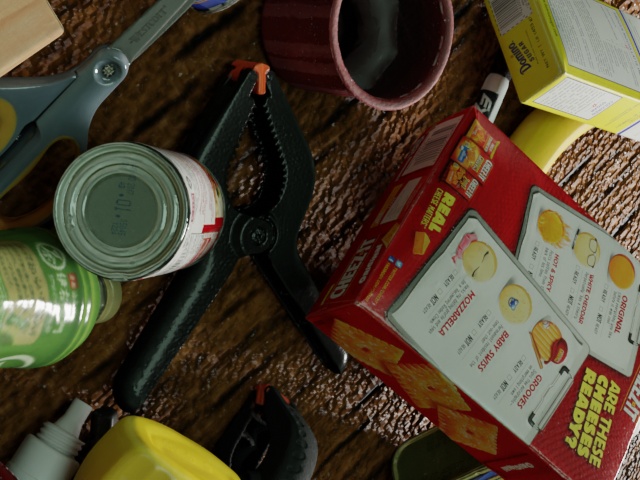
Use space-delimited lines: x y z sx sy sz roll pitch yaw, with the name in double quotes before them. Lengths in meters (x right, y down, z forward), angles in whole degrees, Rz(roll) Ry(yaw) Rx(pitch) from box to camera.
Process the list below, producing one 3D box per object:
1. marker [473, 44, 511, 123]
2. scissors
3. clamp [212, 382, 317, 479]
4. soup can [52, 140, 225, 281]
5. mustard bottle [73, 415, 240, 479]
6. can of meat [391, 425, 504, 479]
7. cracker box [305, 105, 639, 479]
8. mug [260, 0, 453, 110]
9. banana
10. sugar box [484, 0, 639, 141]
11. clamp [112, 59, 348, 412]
"marker" 0.114 -0.087 0.758 0.020 0.020 0.121 30 81 -38
"scissors" -0.124 -0.087 0.518 0.096 0.016 0.202 23 114 -32
"clamp" -0.033 0.158 0.628 0.039 0.120 0.171 49 43 -37
"soup can" -0.090 -0.015 0.548 0.068 0.102 0.068 0 92 4
"mustard bottle" -0.131 0.189 0.584 0.192 0.058 0.096 -48 127 5
"can of meat" 0.114 0.168 0.767 0.083 0.102 0.057 35 34 -35
"cracker box" 0.119 0.046 0.691 0.213 0.072 0.164 40 63 -16
"mug" 0.017 -0.138 0.630 0.093 0.082 0.117 -14 109 -35
"banana" 0.158 -0.050 0.782 0.197 0.037 0.069 -47 109 -22
"sugar box" 0.200 -0.128 0.771 0.175 0.048 0.093 12 56 -42
"clamp" -0.054 0.001 0.636 0.164 0.036 0.210 -14 110 -35
